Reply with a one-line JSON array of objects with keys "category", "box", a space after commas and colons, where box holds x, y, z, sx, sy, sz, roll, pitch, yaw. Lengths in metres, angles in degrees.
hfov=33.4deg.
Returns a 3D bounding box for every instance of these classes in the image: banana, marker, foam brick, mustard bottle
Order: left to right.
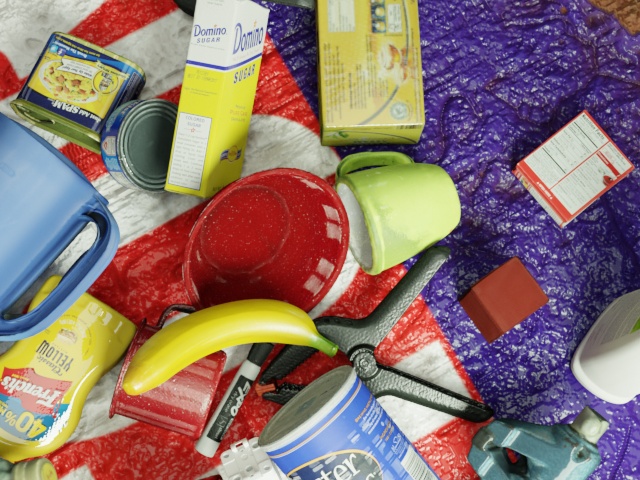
[{"category": "mustard bottle", "box": [-0.252, 0.132, 0.949, 0.096, 0.058, 0.191, 33, 81, 0]}, {"category": "banana", "box": [-0.082, 0.083, 0.902, 0.197, 0.037, 0.070, -9, 37, -29]}, {"category": "marker", "box": [-0.076, 0.138, 0.961, 0.020, 0.020, 0.121, 29, 90, 4]}, {"category": "foam brick", "box": [0.164, 0.054, 0.962, 0.053, 0.078, 0.051, -34, 80, -7]}]

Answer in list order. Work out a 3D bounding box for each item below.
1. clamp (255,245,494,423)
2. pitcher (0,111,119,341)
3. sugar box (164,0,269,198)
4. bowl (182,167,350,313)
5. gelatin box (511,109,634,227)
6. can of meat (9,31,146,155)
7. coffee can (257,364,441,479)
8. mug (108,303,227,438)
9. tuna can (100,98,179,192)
[{"category": "clamp", "box": [0.042, 0.096, 0.962, 0.210, 0.036, 0.164, -8, 93, 3]}, {"category": "pitcher", "box": [-0.298, 0.019, 0.919, 0.145, 0.149, 0.243, 42, 82, -30]}, {"category": "sugar box", "box": [-0.090, -0.129, 0.957, 0.048, 0.093, 0.176, 15, 99, 12]}, {"category": "bowl", "box": [-0.056, 0.001, 0.955, 0.161, 0.055, 0.162, -13, 121, -23]}, {"category": "gelatin box", "box": [0.240, -0.068, 1.012, 0.089, 0.030, 0.073, -38, 81, -8]}, {"category": "can of meat", "box": [-0.225, -0.139, 1.002, 0.102, 0.057, 0.084, 24, 78, 4]}, {"category": "coffee can", "box": [0.029, 0.192, 0.905, 0.102, 0.103, 0.140, -40, 97, -8]}, {"category": "mug", "box": [-0.128, 0.113, 0.942, 0.081, 0.093, 0.117, 18, 73, -3]}, {"category": "tuna can", "box": [-0.159, -0.087, 0.981, 0.085, 0.034, 0.086, -6, 100, -42]}]
